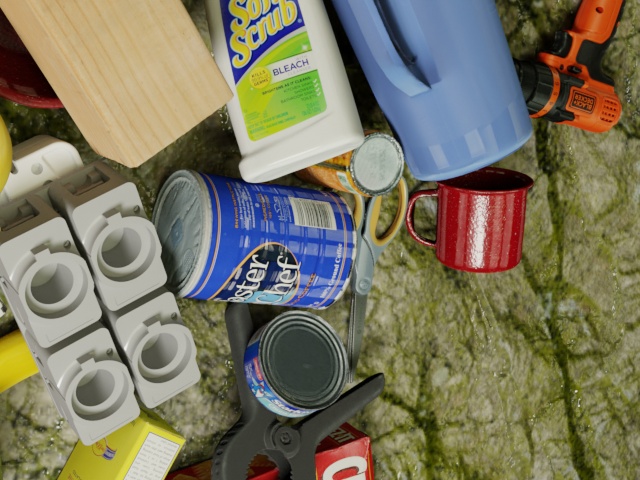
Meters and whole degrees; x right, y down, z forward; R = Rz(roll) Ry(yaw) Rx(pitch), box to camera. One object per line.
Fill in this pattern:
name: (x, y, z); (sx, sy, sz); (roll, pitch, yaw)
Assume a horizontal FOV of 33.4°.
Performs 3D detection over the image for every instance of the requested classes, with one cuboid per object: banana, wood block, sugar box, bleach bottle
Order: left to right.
banana: (-0.215, 0.095, 0.839); (0.197, 0.037, 0.069); (-12, 107, -28)
wood block: (-0.157, -0.162, 0.714); (0.090, 0.091, 0.206); (-38, 118, -17)
sugar box: (-0.182, 0.214, 0.853); (0.048, 0.093, 0.176); (34, 83, -32)
bleach bottle: (-0.050, -0.178, 0.826); (0.103, 0.068, 0.251); (-20, 87, 10)

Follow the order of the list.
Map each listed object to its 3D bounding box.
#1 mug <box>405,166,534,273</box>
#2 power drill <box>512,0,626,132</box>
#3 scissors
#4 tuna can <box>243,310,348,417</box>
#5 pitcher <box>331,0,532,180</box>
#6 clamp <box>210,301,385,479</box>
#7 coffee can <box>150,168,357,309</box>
mug: (0.138, -0.020, 0.999); (0.117, 0.093, 0.081); (1, 108, 1)
power drill: (0.235, -0.207, 1.025); (0.184, 0.057, 0.188); (11, 99, -36)
scissors: (0.024, 0.027, 0.978); (0.096, 0.016, 0.202); (19, 92, -31)
tuna can: (-0.021, 0.104, 0.896); (0.086, 0.034, 0.086); (13, 62, -27)
pitcher: (0.079, -0.173, 0.861); (0.149, 0.145, 0.243); (-26, 102, -16)
clamp: (-0.028, 0.169, 0.909); (0.164, 0.036, 0.210); (23, 62, -21)
coffee can: (-0.056, 0.001, 0.872); (0.140, 0.103, 0.103); (7, 98, -32)
